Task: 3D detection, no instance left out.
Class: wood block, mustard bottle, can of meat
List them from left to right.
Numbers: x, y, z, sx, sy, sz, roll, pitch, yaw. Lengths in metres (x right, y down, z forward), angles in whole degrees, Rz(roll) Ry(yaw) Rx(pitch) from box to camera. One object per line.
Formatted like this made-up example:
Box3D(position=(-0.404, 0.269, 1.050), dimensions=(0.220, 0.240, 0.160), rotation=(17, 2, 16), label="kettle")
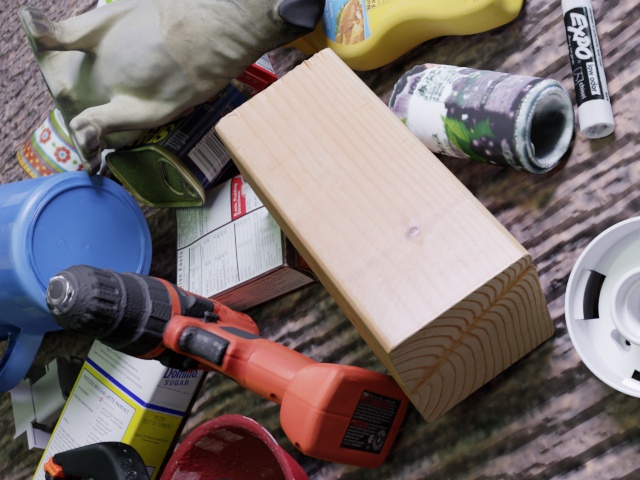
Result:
Box3D(position=(-0.099, -0.073, 0.790), dimensions=(0.102, 0.057, 0.083), rotation=(0, 46, 54), label="can of meat")
Box3D(position=(0.032, -0.009, 0.627), dimensions=(0.091, 0.090, 0.206), rotation=(-35, 51, -4), label="wood block")
Box3D(position=(0.043, -0.167, 0.721), dimensions=(0.192, 0.058, 0.096), rotation=(-14, 71, 39), label="mustard bottle")

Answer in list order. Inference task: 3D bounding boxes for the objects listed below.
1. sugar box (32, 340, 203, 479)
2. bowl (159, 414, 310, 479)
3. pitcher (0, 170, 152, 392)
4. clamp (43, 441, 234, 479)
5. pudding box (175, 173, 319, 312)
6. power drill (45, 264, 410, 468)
Box3D(position=(-0.149, 0.131, 0.796), dimensions=(0.093, 0.048, 0.176), rotation=(27, 90, 46), label="sugar box")
Box3D(position=(-0.044, 0.192, 0.661), dimensions=(0.162, 0.055, 0.162), rotation=(-22, 61, 45), label="bowl")
Box3D(position=(-0.234, 0.026, 0.826), dimensions=(0.144, 0.149, 0.243), rotation=(-40, 19, -34), label="pitcher")
Box3D(position=(-0.127, 0.200, 0.684), dimensions=(0.210, 0.036, 0.164), rotation=(17, 92, 50), label="clamp")
Box3D(position=(-0.055, 0.001, 0.763), dimensions=(0.114, 0.039, 0.090), rotation=(-24, 59, 36), label="pudding box")
Box3D(position=(-0.052, 0.071, 0.646), dimensions=(0.188, 0.184, 0.057), rotation=(23, 90, 35), label="power drill")
